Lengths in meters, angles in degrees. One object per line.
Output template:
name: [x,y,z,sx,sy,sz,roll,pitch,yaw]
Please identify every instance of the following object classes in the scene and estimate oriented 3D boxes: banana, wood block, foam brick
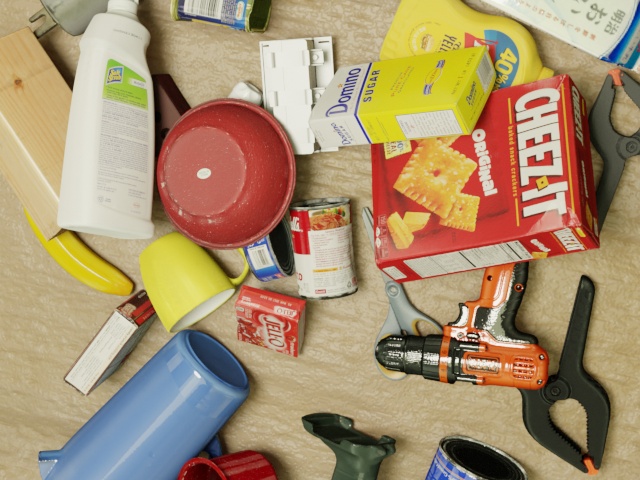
banana: [-0.293,-0.010,1.235,0.070,0.037,0.198,-29,93,15]
wood block: [-0.310,-0.116,1.175,0.206,0.090,0.090,57,146,-3]
foam brick: [-0.174,-0.138,1.179,0.053,0.051,0.078,-33,92,15]

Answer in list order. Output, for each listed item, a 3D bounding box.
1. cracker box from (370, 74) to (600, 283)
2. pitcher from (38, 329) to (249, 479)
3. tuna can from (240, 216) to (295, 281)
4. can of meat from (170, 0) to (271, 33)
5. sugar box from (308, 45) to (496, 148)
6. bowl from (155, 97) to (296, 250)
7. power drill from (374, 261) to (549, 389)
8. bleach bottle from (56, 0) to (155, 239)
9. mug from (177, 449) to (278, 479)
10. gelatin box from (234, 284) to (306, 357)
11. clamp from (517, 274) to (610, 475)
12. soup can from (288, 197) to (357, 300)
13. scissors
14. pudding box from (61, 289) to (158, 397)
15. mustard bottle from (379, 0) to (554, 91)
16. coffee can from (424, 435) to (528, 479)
cracker box: [0.157,-0.059,1.060,0.214,0.072,0.164,-12,65,27]
pitcher: [-0.186,0.225,1.218,0.243,0.149,0.145,-47,67,12]
tuna can: [-0.058,0.001,1.164,0.034,0.086,0.086,-15,97,15]
can of meat: [-0.101,-0.251,1.119,0.084,0.102,0.057,13,102,7]
sugar box: [0.080,-0.143,1.072,0.177,0.093,0.048,0,135,34]
bowl: [-0.109,-0.070,1.106,0.162,0.055,0.162,0,90,19]
power drill: [0.154,0.060,1.130,0.184,0.057,0.188,5,91,14]
bleach bottle: [-0.212,-0.132,1.115,0.068,0.102,0.251,-1,81,42]
mug: [-0.091,0.281,1.177,0.117,0.081,0.093,10,99,41]
gelatin box: [-0.055,0.090,1.182,0.073,0.089,0.030,16,58,8]
clamp: [0.260,0.150,1.152,0.165,0.036,0.210,-32,89,16]
soup can: [0.004,0.008,1.162,0.068,0.068,0.102,-4,100,12]
scissors: [0.070,0.071,1.187,0.096,0.016,0.202,-35,90,17]
pudding box: [-0.236,0.116,1.219,0.039,0.090,0.114,37,105,2]
mustard bottle: [0.163,-0.188,1.097,0.191,0.058,0.096,27,121,4]
coffee can: [0.153,0.300,1.167,0.103,0.102,0.140,22,104,7]
